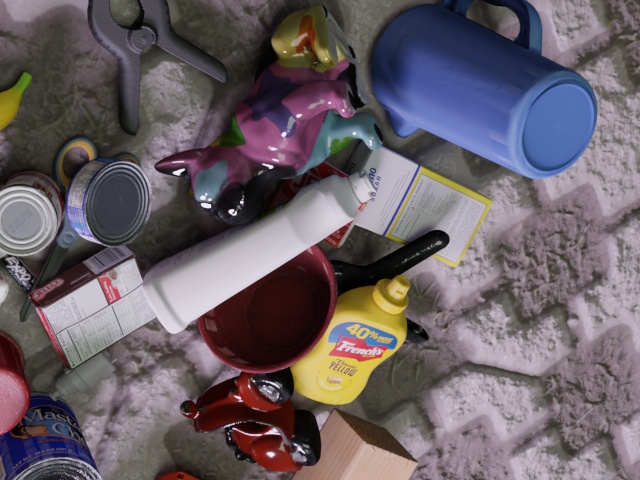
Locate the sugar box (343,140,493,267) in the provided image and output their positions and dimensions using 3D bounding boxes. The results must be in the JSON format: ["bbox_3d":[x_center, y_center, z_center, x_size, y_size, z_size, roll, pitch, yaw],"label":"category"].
[{"bbox_3d":[0.103,-0.042,1.224,0.176,0.048,0.093,24,99,-26],"label":"sugar box"}]

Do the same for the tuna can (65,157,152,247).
[{"bbox_3d":[-0.208,-0.038,1.048,0.085,0.034,0.086,-20,116,-48],"label":"tuna can"}]

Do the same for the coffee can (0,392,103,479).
[{"bbox_3d":[-0.286,0.233,1.096,0.102,0.140,0.103,-9,112,-22],"label":"coffee can"}]

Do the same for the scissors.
[{"bbox_3d":[-0.264,-0.021,1.072,0.201,0.016,0.096,-48,116,-8],"label":"scissors"}]

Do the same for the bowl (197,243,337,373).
[{"bbox_3d":[-0.051,0.070,1.155,0.162,0.162,0.055,-48,152,-1],"label":"bowl"}]

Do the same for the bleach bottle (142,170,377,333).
[{"bbox_3d":[-0.057,0.001,1.097,0.251,0.102,0.068,-29,102,8],"label":"bleach bottle"}]

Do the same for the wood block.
[{"bbox_3d":[0.016,0.323,1.298,0.090,0.090,0.206,27,96,-31],"label":"wood block"}]

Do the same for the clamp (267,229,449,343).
[{"bbox_3d":[0.046,0.053,1.220,0.209,0.036,0.165,2,126,-17],"label":"clamp"}]

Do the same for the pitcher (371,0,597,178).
[{"bbox_3d":[0.170,-0.162,1.092,0.144,0.243,0.149,-28,124,-16],"label":"pitcher"}]

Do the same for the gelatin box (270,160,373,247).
[{"bbox_3d":[0.001,-0.045,1.158,0.089,0.030,0.073,33,97,9],"label":"gelatin box"}]

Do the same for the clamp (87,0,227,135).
[{"bbox_3d":[-0.181,-0.189,1.042,0.120,0.039,0.171,-42,115,-10],"label":"clamp"}]

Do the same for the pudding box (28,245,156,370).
[{"bbox_3d":[-0.232,0.067,1.099,0.113,0.039,0.090,-31,131,-22],"label":"pudding box"}]

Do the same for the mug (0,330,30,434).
[{"bbox_3d":[-0.338,0.134,1.068,0.093,0.082,0.117,-9,113,-21],"label":"mug"}]

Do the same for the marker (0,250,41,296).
[{"bbox_3d":[-0.308,0.026,1.077,0.020,0.020,0.121,-37,120,-8],"label":"marker"}]

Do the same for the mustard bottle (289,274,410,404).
[{"bbox_3d":[0.041,0.106,1.198,0.096,0.058,0.192,22,127,-21],"label":"mustard bottle"}]

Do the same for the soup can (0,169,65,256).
[{"bbox_3d":[-0.278,-0.027,1.005,0.068,0.102,0.068,-2,101,-10],"label":"soup can"}]
